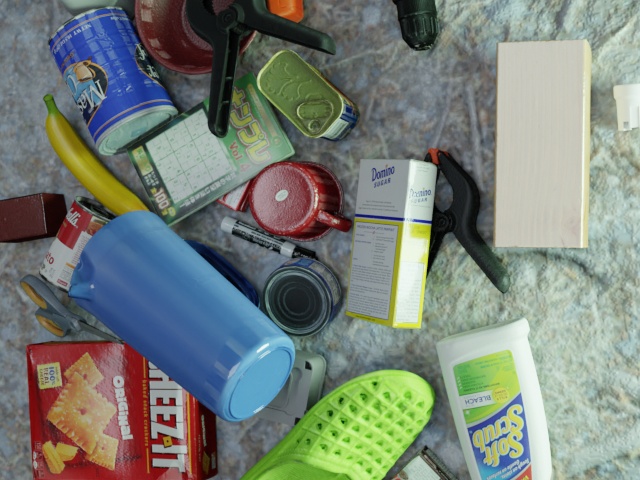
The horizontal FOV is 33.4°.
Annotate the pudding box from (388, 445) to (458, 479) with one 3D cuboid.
[{"bbox_3d":[0.104,0.295,1.159,0.090,0.039,0.113,45,104,12],"label":"pudding box"}]

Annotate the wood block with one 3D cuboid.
[{"bbox_3d":[0.229,-0.095,1.096,0.091,0.090,0.206,1,90,17],"label":"wood block"}]

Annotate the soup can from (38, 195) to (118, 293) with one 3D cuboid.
[{"bbox_3d":[-0.282,0.008,1.267,0.068,0.068,0.102,31,99,15],"label":"soup can"}]

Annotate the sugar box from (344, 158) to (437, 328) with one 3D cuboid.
[{"bbox_3d":[0.075,0.001,1.146,0.093,0.048,0.176,9,91,57],"label":"sugar box"}]

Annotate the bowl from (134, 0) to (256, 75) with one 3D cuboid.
[{"bbox_3d":[-0.130,-0.267,1.228,0.162,0.055,0.162,0,89,19],"label":"bowl"}]

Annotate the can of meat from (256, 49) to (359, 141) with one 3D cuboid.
[{"bbox_3d":[-0.011,-0.156,1.175,0.102,0.083,0.057,45,102,13],"label":"can of meat"}]

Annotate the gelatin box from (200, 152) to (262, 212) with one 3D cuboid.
[{"bbox_3d":[-0.112,-0.083,1.235,0.089,0.030,0.073,27,96,16],"label":"gelatin box"}]

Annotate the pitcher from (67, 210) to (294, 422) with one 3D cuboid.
[{"bbox_3d":[-0.137,0.079,1.147,0.243,0.145,0.149,36,80,28],"label":"pitcher"}]

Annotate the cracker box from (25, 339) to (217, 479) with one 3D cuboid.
[{"bbox_3d":[-0.234,0.198,1.248,0.214,0.072,0.164,-3,89,17],"label":"cracker box"}]

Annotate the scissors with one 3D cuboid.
[{"bbox_3d":[-0.293,0.079,1.228,0.202,0.016,0.096,-5,120,56],"label":"scissors"}]

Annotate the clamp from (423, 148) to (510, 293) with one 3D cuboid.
[{"bbox_3d":[0.145,-0.014,1.146,0.120,0.039,0.171,0,91,21],"label":"clamp"}]

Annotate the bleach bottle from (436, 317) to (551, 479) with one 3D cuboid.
[{"bbox_3d":[0.200,0.214,1.118,0.103,0.068,0.251,-17,87,17],"label":"bleach bottle"}]

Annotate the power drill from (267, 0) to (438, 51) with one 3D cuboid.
[{"bbox_3d":[0.034,-0.287,1.178,0.188,0.057,0.184,-8,86,15],"label":"power drill"}]

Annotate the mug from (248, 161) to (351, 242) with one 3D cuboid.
[{"bbox_3d":[-0.019,-0.039,1.177,0.117,0.081,0.093,30,98,15],"label":"mug"}]

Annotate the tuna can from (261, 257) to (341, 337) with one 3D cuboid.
[{"bbox_3d":[-0.022,0.064,1.192,0.086,0.033,0.086,6,106,19],"label":"tuna can"}]

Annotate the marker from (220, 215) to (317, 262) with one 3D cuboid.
[{"bbox_3d":[-0.058,0.002,1.222,0.121,0.020,0.020,22,96,16],"label":"marker"}]

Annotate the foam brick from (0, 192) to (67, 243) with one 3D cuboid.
[{"bbox_3d":[-0.354,-0.027,1.298,0.078,0.053,0.051,-8,87,17],"label":"foam brick"}]

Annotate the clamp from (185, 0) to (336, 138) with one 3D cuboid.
[{"bbox_3d":[-0.096,-0.225,1.151,0.165,0.036,0.210,-41,67,14],"label":"clamp"}]

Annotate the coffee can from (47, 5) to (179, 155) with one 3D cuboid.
[{"bbox_3d":[-0.240,-0.184,1.238,0.103,0.102,0.140,-30,81,15],"label":"coffee can"}]

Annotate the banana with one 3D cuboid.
[{"bbox_3d":[-0.271,-0.083,1.268,0.037,0.070,0.198,-40,81,-17],"label":"banana"}]
